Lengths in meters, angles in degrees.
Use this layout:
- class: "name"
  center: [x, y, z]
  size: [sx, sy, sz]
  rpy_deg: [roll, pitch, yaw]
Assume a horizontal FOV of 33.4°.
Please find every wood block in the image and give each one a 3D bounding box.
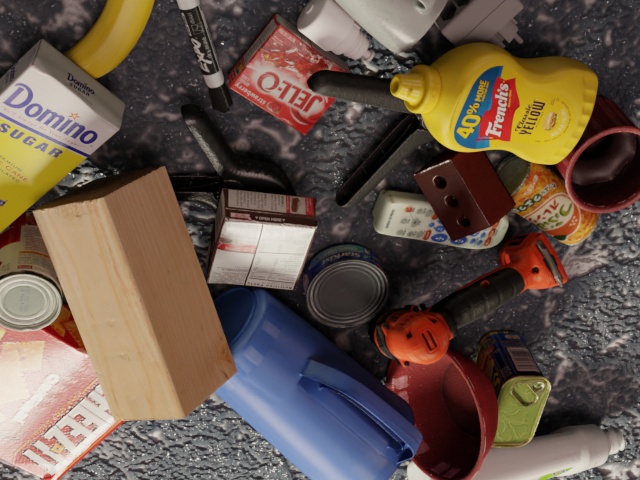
- class: "wood block"
  center: [-0.163, 0.048, 0.956]
  size: [0.090, 0.090, 0.206]
  rpy_deg: [-8, 108, 33]

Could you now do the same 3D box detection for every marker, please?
- class: "marker"
  center: [-0.100, -0.164, 0.929]
  size: [0.020, 0.020, 0.121]
  rpy_deg: [-17, 126, 0]

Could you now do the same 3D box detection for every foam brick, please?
- class: "foam brick"
  center: [0.136, -0.048, 1.011]
  size: [0.053, 0.051, 0.078]
  rpy_deg: [-23, 103, 47]

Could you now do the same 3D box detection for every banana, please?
- class: "banana"
  center: [-0.170, -0.203, 0.877]
  size: [0.069, 0.037, 0.198]
  rpy_deg: [20, 118, -25]

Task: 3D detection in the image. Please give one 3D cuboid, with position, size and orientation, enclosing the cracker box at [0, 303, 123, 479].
- class: "cracker box"
  center: [-0.299, 0.135, 1.063]
  size: [0.164, 0.072, 0.213]
  rpy_deg: [-41, 123, 17]

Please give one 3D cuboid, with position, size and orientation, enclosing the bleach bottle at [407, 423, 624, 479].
- class: "bleach bottle"
  center: [0.235, 0.262, 1.258]
  size: [0.250, 0.068, 0.103]
  rpy_deg: [-10, 163, -12]

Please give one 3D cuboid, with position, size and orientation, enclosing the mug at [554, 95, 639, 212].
- class: "mug"
  center: [0.274, -0.081, 1.024]
  size: [0.117, 0.081, 0.093]
  rpy_deg: [27, 115, -26]

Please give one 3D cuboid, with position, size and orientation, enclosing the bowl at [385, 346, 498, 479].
- class: "bowl"
  center: [0.140, 0.177, 1.146]
  size: [0.055, 0.162, 0.162]
  rpy_deg: [-13, 130, -33]

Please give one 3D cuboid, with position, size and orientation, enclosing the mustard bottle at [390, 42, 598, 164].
- class: "mustard bottle"
  center: [0.146, -0.123, 0.933]
  size: [0.191, 0.058, 0.096]
  rpy_deg: [5, 122, -28]

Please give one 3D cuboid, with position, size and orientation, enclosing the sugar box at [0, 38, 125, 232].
- class: "sugar box"
  center: [-0.261, -0.084, 0.918]
  size: [0.176, 0.048, 0.093]
  rpy_deg: [-35, 124, 28]

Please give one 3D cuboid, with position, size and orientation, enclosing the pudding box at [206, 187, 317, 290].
- class: "pudding box"
  center: [-0.057, 0.001, 1.007]
  size: [0.090, 0.039, 0.114]
  rpy_deg: [5, 146, -12]

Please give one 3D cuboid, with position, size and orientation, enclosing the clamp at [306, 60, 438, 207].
- class: "clamp"
  center: [0.092, -0.113, 0.986]
  size: [0.210, 0.036, 0.164]
  rpy_deg: [-17, 139, -10]

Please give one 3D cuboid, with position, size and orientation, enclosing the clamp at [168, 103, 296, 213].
- class: "clamp"
  center: [-0.085, -0.061, 0.987]
  size: [0.171, 0.039, 0.120]
  rpy_deg: [15, 139, -24]

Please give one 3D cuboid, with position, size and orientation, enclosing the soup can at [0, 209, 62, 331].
- class: "soup can"
  center: [-0.268, 0.027, 0.976]
  size: [0.068, 0.102, 0.068]
  rpy_deg: [-5, 125, -8]

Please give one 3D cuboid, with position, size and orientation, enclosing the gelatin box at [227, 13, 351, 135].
- class: "gelatin box"
  center: [-0.026, -0.146, 0.950]
  size: [0.089, 0.030, 0.073]
  rpy_deg: [31, 113, -28]

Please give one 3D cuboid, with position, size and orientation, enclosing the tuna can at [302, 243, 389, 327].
- class: "tuna can"
  center: [0.025, 0.046, 1.090]
  size: [0.086, 0.034, 0.086]
  rpy_deg: [-5, 125, -8]

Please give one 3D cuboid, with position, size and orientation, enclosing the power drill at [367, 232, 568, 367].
- class: "power drill"
  center: [0.141, 0.062, 1.069]
  size: [0.187, 0.184, 0.057]
  rpy_deg: [-31, 95, -9]

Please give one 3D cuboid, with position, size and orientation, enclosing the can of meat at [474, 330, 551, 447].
- class: "can of meat"
  center: [0.204, 0.162, 1.176]
  size: [0.057, 0.084, 0.102]
  rpy_deg: [2, 123, -13]

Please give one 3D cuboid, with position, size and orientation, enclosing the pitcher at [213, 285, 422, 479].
- class: "pitcher"
  center: [-0.016, 0.153, 1.094]
  size: [0.149, 0.145, 0.242]
  rpy_deg: [-37, 120, 15]
